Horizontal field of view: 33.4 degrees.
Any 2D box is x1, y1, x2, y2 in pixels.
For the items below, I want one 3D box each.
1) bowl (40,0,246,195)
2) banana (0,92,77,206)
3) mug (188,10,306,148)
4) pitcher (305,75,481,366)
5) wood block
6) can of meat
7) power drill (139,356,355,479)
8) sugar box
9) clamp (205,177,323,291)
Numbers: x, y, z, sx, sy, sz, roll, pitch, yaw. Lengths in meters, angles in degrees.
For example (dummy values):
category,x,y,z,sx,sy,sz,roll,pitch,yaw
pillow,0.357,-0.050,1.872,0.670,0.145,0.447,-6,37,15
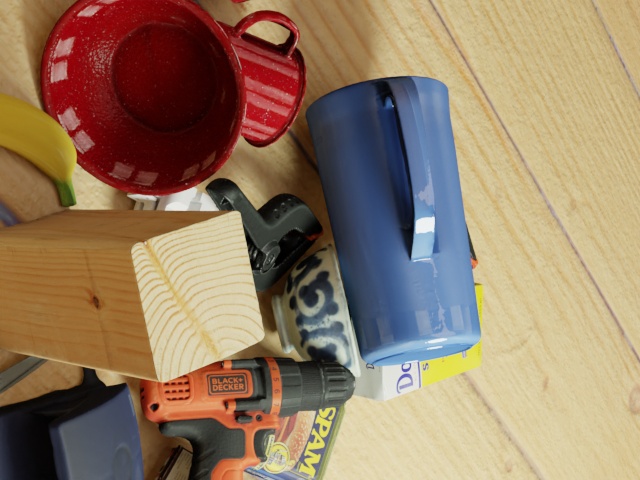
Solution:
category,x,y,z,sx,sy,sz,roll,pitch,yaw
bowl,-0.128,-0.118,0.815,0.055,0.162,0.162,-60,137,-67
banana,-0.247,-0.075,0.756,0.197,0.037,0.069,14,82,-43
mug,-0.064,-0.141,0.883,0.081,0.117,0.093,16,37,-38
pitcher,0.070,-0.018,0.944,0.149,0.145,0.243,9,68,-54
wood block,-0.146,0.032,0.740,0.090,0.207,0.091,-21,106,-41
can of meat,-0.034,0.168,0.956,0.083,0.058,0.102,32,69,-37
power drill,-0.049,0.186,0.862,0.184,0.057,0.187,-1,68,-19
sugar box,0.101,0.098,1.077,0.175,0.048,0.093,-11,104,-51
clamp,-0.056,0.001,0.898,0.209,0.036,0.165,-30,146,-53
